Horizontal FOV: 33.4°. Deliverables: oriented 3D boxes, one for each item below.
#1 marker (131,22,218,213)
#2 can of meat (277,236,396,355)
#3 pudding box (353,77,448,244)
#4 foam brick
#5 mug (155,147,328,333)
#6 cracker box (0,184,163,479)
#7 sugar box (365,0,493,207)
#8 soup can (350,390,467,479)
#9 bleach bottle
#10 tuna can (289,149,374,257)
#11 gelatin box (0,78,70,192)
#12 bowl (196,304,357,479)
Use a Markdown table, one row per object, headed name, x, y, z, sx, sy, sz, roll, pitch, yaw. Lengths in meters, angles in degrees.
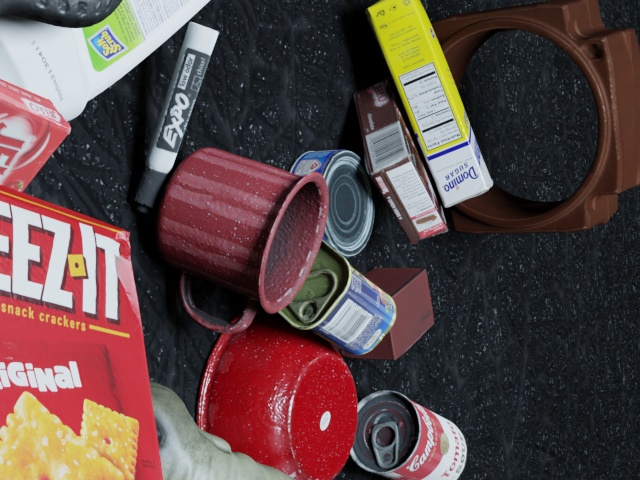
| name | x | y | z | sx | sy | sz | roll | pitch | yaw |
| --- | --- | --- | --- | --- | --- | --- | --- | --- | --- |
| marker | -0.091 | -0.074 | 0.660 | 0.020 | 0.020 | 0.121 | 8 | 104 | -57 |
| can of meat | -0.004 | 0.031 | 0.755 | 0.057 | 0.102 | 0.083 | -51 | 144 | 1 |
| pudding box | 0.066 | -0.067 | 0.885 | 0.090 | 0.039 | 0.113 | 56 | 19 | -40 |
| foam brick | 0.053 | 0.060 | 0.888 | 0.078 | 0.051 | 0.053 | -33 | 117 | -53 |
| mug | -0.054 | 0.001 | 0.680 | 0.093 | 0.082 | 0.117 | 1 | 107 | -71 |
| cracker box | -0.142 | 0.082 | 0.455 | 0.164 | 0.072 | 0.214 | 25 | 48 | -56 |
| sugar box | 0.094 | -0.118 | 0.896 | 0.176 | 0.048 | 0.093 | 65 | 13 | -1 |
| soup can | 0.075 | 0.172 | 0.904 | 0.102 | 0.069 | 0.068 | 35 | 60 | -53 |
| bleach bottle | -0.128 | -0.146 | 0.602 | 0.250 | 0.068 | 0.102 | -53 | 128 | -40 |
| tuna can | 0.008 | -0.028 | 0.837 | 0.086 | 0.034 | 0.086 | 3 | 87 | -57 |
| gelatin box | -0.174 | -0.039 | 0.508 | 0.089 | 0.030 | 0.073 | -47 | 148 | 13 |
| bowl | -0.019 | 0.126 | 0.770 | 0.161 | 0.055 | 0.162 | 1 | 89 | -57 |
